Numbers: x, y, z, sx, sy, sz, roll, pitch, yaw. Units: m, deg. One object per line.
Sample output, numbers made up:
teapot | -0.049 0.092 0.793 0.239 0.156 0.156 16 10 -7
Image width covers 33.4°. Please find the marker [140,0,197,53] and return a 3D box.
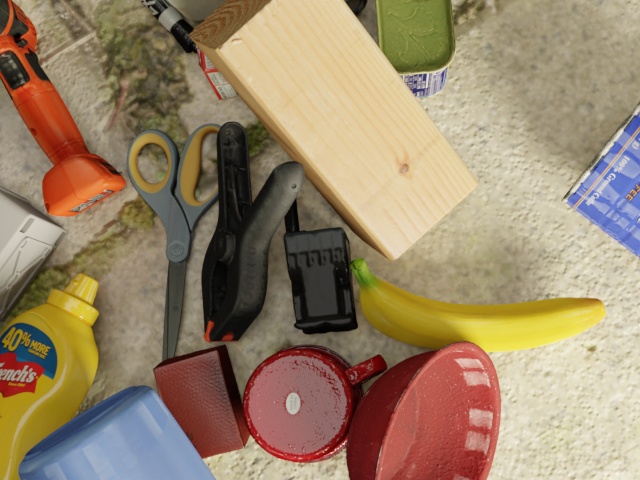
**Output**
marker | -0.140 -0.201 0.887 0.020 0.020 0.121 -42 82 -2

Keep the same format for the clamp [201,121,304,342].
clamp | -0.055 0.001 0.806 0.039 0.120 0.171 1 101 -24

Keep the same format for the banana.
banana | 0.113 0.058 0.810 0.197 0.070 0.037 8 54 -7

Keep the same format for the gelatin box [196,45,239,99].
gelatin box | -0.047 -0.143 0.844 0.089 0.073 0.030 -10 81 4

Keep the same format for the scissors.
scissors | -0.130 -0.004 0.861 0.096 0.016 0.202 19 84 8

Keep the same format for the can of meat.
can of meat | 0.072 -0.168 0.833 0.057 0.084 0.102 -5 82 4

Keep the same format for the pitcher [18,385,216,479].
pitcher | -0.112 0.233 0.739 0.145 0.149 0.243 -30 94 20

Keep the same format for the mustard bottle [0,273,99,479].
mustard bottle | -0.223 0.113 0.819 0.096 0.058 0.191 15 71 39

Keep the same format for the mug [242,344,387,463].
mug | -0.003 0.118 0.801 0.117 0.081 0.093 -25 81 1

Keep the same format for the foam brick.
foam brick | -0.090 0.124 0.816 0.053 0.051 0.078 -15 91 2

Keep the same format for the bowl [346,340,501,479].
bowl | 0.067 0.146 0.775 0.055 0.161 0.162 14 82 38

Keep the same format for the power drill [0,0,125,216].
power drill | -0.222 -0.111 0.808 0.057 0.184 0.187 -28 91 0

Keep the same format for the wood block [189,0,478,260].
wood block | 0.011 -0.095 0.775 0.091 0.090 0.206 -42 115 -3
